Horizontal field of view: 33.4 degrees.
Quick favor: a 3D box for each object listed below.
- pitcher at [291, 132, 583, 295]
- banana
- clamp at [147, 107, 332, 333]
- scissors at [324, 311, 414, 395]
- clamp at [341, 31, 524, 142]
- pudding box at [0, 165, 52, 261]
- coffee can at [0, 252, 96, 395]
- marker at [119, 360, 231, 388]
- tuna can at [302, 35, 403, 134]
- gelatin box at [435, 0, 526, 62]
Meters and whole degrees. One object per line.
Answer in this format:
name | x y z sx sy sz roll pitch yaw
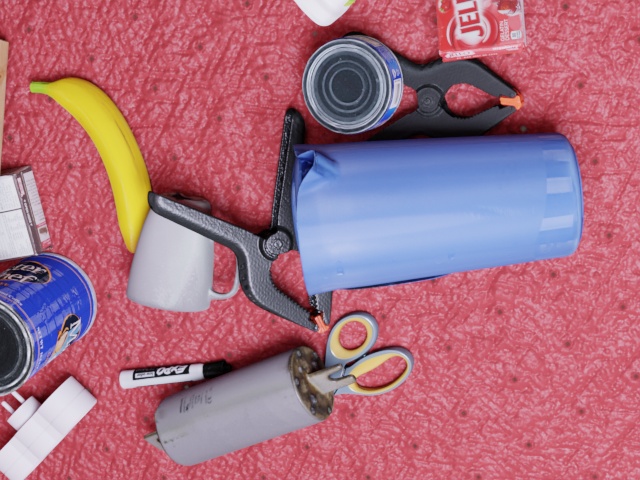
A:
pitcher | 0.098 -0.023 0.934 0.243 0.149 0.145 -5 98 3
banana | -0.207 -0.084 1.046 0.070 0.037 0.198 -24 98 38
clamp | -0.057 0.001 1.006 0.164 0.036 0.210 -25 105 -11
scissors | -0.006 0.135 1.068 0.202 0.016 0.096 -21 98 18
clamp | 0.093 -0.136 0.956 0.172 0.039 0.120 -7 107 16
pudding box | -0.341 -0.022 1.092 0.114 0.039 0.090 -9 103 18
coffee can | -0.297 0.080 1.056 0.103 0.140 0.103 4 106 12
marker | -0.149 0.138 1.102 0.121 0.020 0.020 -7 104 15
tuna can | 0.028 -0.137 0.941 0.086 0.033 0.086 5 105 20
gelatin box | 0.136 -0.202 0.913 0.073 0.030 0.089 -4 81 15
